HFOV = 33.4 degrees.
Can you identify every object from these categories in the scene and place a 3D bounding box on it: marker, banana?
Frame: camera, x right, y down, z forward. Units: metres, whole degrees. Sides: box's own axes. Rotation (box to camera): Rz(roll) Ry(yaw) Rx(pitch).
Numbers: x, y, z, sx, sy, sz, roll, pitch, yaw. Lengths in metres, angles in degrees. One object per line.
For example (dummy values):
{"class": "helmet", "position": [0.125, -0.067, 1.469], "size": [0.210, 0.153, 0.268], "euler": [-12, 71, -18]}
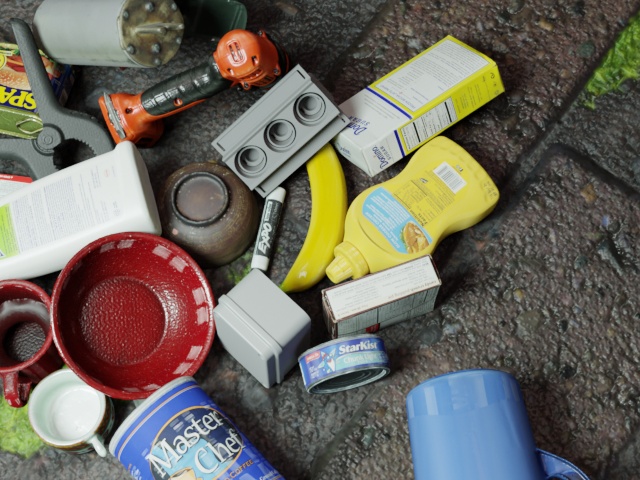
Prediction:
{"class": "marker", "position": [-0.057, 0.001, 1.108], "size": [0.020, 0.020, 0.121], "euler": [10, 69, 5]}
{"class": "banana", "position": [-0.005, -0.028, 1.109], "size": [0.069, 0.037, 0.197], "euler": [11, 70, 3]}

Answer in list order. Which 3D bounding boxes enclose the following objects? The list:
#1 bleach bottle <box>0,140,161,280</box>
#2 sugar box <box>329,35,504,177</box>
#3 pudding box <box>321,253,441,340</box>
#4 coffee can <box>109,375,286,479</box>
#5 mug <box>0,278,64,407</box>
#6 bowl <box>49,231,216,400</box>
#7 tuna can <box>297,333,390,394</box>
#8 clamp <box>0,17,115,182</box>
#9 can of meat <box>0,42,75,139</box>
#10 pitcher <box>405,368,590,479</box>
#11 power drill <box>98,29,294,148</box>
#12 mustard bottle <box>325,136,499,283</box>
{"class": "bleach bottle", "position": [-0.291, -0.013, 1.063], "size": [0.251, 0.068, 0.102], "euler": [-18, 66, 1]}
{"class": "sugar box", "position": [0.096, -0.143, 1.129], "size": [0.176, 0.048, 0.093], "euler": [-35, 40, -9]}
{"class": "pudding box", "position": [0.059, 0.058, 1.046], "size": [0.113, 0.090, 0.039], "euler": [-21, 71, -6]}
{"class": "coffee can", "position": [-0.111, 0.210, 0.985], "size": [0.102, 0.103, 0.140], "euler": [-42, 74, -14]}
{"class": "mug", "position": [-0.294, 0.105, 1.041], "size": [0.093, 0.081, 0.117], "euler": [-7, 69, -1]}
{"class": "bowl", "position": [-0.185, 0.075, 1.035], "size": [0.161, 0.055, 0.162], "euler": [5, 78, -23]}
{"class": "tuna can", "position": [0.023, 0.120, 1.026], "size": [0.086, 0.086, 0.034], "euler": [-13, 71, -4]}
{"class": "clamp", "position": [-0.291, -0.100, 1.100], "size": [0.210, 0.036, 0.164], "euler": [44, 87, -15]}
{"class": "can of meat", "position": [-0.325, -0.162, 1.158], "size": [0.102, 0.057, 0.084], "euler": [13, 67, 5]}
{"class": "pitcher", "position": [0.159, 0.242, 0.955], "size": [0.149, 0.145, 0.243], "euler": [7, 62, -30]}
{"class": "power drill", "position": [-0.122, -0.158, 1.112], "size": [0.188, 0.184, 0.057], "euler": [-25, 86, 12]}
{"class": "mustard bottle", "position": [0.083, -0.019, 1.083], "size": [0.191, 0.058, 0.096], "euler": [-37, 74, -18]}
